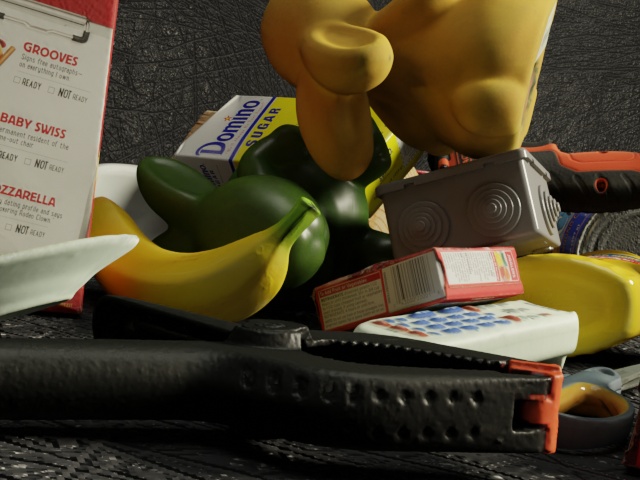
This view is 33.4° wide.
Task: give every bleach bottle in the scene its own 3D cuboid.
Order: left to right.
[{"bbox_3d":[-0.211,-0.037,0.923,0.102,0.068,0.251,3,4,-37],"label":"bleach bottle"}]

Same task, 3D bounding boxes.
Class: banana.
[{"bbox_3d":[-0.078,0.011,0.562,0.198,0.069,0.037,4,-34,46],"label":"banana"}]

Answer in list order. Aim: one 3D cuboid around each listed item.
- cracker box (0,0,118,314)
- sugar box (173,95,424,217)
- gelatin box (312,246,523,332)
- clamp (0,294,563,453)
[{"bbox_3d":[-0.190,-0.078,0.530,0.164,0.214,0.072,6,5,-18],"label":"cracker box"},{"bbox_3d":[-0.018,-0.068,0.805,0.176,0.048,0.093,10,43,34],"label":"sugar box"},{"bbox_3d":[0.052,0.027,0.578,0.089,0.030,0.073,-21,-14,41],"label":"gelatin box"},{"bbox_3d":[-0.027,0.047,0.367,0.210,0.036,0.164,6,5,19],"label":"clamp"}]
